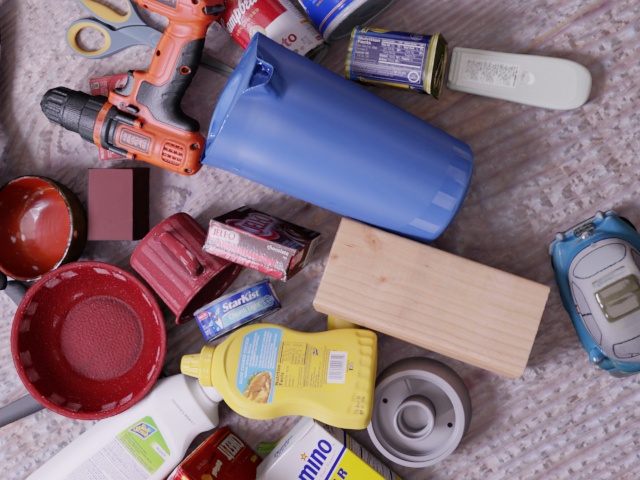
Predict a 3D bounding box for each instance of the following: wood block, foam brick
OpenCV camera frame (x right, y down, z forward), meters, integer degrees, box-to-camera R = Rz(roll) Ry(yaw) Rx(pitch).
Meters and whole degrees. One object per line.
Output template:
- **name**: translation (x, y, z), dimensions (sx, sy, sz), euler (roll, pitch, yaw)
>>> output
- **wood block**: translation (0.105, 0.058, 1.035), dimensions (0.206, 0.091, 0.090), euler (19, 84, 5)
- **foam brick**: translation (-0.213, -0.039, 1.123), dimensions (0.051, 0.053, 0.078), euler (2, 94, 11)

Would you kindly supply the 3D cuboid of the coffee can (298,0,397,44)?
- **coffee can**: translation (0.008, -0.278, 1.039), dimensions (0.103, 0.102, 0.140), euler (-36, 87, 11)

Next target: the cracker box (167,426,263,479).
- **cracker box**: translation (-0.163, 0.300, 1.079), dimensions (0.072, 0.164, 0.214), euler (42, 100, 3)

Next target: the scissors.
- **scissors**: translation (-0.188, -0.200, 1.126), dimensions (0.202, 0.016, 0.096), euler (40, 101, 6)

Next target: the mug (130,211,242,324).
- **mug**: translation (-0.140, 0.022, 1.084), dimensions (0.093, 0.117, 0.081), euler (-44, 80, -9)

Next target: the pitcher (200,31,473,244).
- **pitcher**: translation (0.014, -0.087, 1.022), dimensions (0.242, 0.149, 0.145), euler (24, 116, -12)

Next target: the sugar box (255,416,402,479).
- **sugar box**: translation (0.029, 0.260, 1.080), dimensions (0.176, 0.048, 0.093), euler (39, 101, -11)

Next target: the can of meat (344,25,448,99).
- **can of meat**: translation (0.075, -0.173, 1.035), dimensions (0.084, 0.102, 0.057), euler (10, 95, 12)

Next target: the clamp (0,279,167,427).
- **clamp**: translation (-0.267, 0.148, 1.152), dimensions (0.210, 0.036, 0.164), euler (17, 93, 7)

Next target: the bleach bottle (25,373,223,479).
- **bleach bottle**: translation (-0.191, 0.222, 1.118), dimensions (0.251, 0.068, 0.102), euler (-37, 108, 11)

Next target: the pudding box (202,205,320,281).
- **pudding box**: translation (-0.057, 0.001, 1.065), dimensions (0.090, 0.113, 0.039), euler (21, 100, 9)

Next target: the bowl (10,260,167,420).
- **bowl**: translation (-0.233, 0.102, 1.102), dimensions (0.162, 0.055, 0.162), euler (0, 88, 4)

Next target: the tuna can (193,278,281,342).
- **tuna can**: translation (-0.084, 0.071, 1.087), dimensions (0.086, 0.086, 0.034), euler (-27, 85, 11)

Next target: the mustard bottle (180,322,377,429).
- **mustard bottle**: translation (-0.042, 0.129, 1.049), dimensions (0.191, 0.058, 0.096), euler (4, 62, 6)

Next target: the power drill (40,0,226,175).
- **power drill**: translation (-0.182, -0.174, 1.061), dimensions (0.184, 0.057, 0.188), euler (21, 112, 9)

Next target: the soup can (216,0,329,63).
- **soup can**: translation (-0.049, -0.210, 1.073), dimensions (0.068, 0.068, 0.102), euler (-44, 86, 10)

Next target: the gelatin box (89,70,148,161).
- **gelatin box**: translation (-0.200, -0.131, 1.125), dimensions (0.073, 0.030, 0.089), euler (-6, 93, 11)
